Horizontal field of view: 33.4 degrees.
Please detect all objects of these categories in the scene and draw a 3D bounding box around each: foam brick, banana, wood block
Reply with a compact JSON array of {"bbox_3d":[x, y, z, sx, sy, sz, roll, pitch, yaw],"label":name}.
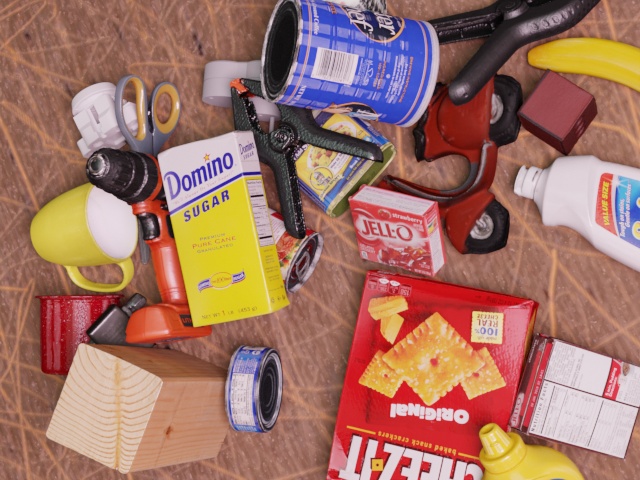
[{"bbox_3d":[0.225,-0.120,1.009,0.051,0.078,0.053,36,96,17],"label":"foam brick"},{"bbox_3d":[0.294,-0.149,1.012,0.198,0.037,0.069,37,93,18],"label":"banana"},{"bbox_3d":[-0.159,0.158,1.022,0.090,0.206,0.091,21,89,18],"label":"wood block"}]

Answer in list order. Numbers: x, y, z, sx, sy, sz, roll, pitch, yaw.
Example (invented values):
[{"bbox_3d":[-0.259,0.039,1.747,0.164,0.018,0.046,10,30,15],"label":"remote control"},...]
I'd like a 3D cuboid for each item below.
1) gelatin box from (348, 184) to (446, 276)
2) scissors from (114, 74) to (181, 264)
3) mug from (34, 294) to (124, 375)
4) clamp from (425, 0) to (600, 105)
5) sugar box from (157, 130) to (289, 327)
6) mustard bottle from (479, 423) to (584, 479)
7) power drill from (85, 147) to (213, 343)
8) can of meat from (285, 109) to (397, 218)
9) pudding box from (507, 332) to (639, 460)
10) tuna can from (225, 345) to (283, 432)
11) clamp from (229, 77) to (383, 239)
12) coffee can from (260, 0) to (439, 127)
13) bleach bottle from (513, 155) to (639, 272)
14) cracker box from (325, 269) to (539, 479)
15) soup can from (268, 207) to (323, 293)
[{"bbox_3d":[0.074,-0.009,1.033,0.089,0.073,0.030,15,44,34],"label":"gelatin box"},{"bbox_3d":[-0.177,-0.083,1.149,0.016,0.096,0.202,9,117,38],"label":"scissors"},{"bbox_3d":[-0.241,0.098,1.119,0.117,0.093,0.081,-1,87,9],"label":"mug"},{"bbox_3d":[0.185,-0.204,1.019,0.210,0.036,0.164,-24,35,6],"label":"clamp"},{"bbox_3d":[-0.095,-0.011,1.035,0.093,0.048,0.176,-13,92,25],"label":"sugar box"},{"bbox_3d":[0.194,0.239,0.939,0.096,0.058,0.191,-31,104,7],"label":"mustard bottle"},{"bbox_3d":[-0.165,0.006,1.055,0.057,0.184,0.187,-10,81,21],"label":"power drill"},{"bbox_3d":[0.014,-0.085,1.079,0.084,0.057,0.102,43,96,16],"label":"can of meat"},{"bbox_3d":[0.234,0.142,0.964,0.113,0.039,0.090,18,89,-18],"label":"pudding box"},{"bbox_3d":[-0.065,0.147,1.058,0.034,0.086,0.086,2,84,15],"label":"tuna can"},{"bbox_3d":[-0.021,-0.100,1.039,0.120,0.039,0.171,-34,78,8],"label":"clamp"},{"bbox_3d":[0.026,-0.168,1.002,0.140,0.103,0.103,8,84,-21],"label":"coffee can"},{"bbox_3d":[0.299,-0.011,0.982,0.251,0.068,0.102,20,89,20],"label":"bleach bottle"},{"bbox_3d":[0.106,0.146,1.014,0.164,0.072,0.214,11,87,18],"label":"cracker box"},{"bbox_3d":[-0.057,0.001,1.084,0.102,0.068,0.068,27,91,19],"label":"soup can"}]
